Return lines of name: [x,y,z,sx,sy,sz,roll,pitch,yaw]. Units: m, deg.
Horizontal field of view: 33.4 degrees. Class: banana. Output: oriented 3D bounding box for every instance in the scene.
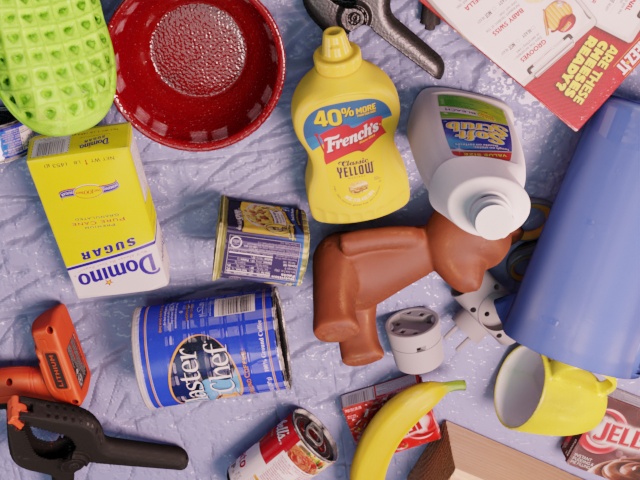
banana: [0.073,0.213,1.099,0.069,0.037,0.198,27,112,-12]

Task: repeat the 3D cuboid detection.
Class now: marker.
marker: [0.101,-0.246,0.943,0.020,0.020,0.121,1,114,-2]

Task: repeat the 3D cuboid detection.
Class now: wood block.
wood block: [0.205,0.286,1.139,0.206,0.091,0.090,24,112,-12]

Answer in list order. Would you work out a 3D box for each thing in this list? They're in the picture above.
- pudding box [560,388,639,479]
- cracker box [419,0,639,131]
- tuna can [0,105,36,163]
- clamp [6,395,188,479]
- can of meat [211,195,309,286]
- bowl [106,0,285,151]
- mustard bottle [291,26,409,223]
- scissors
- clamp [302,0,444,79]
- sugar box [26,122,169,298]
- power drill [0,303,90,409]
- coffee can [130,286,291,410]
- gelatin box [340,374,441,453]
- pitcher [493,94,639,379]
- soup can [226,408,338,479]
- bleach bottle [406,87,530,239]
pudding box: [0.327,0.211,1.137,0.113,0.039,0.090,20,111,-10]
cracker box: [0.192,-0.224,0.916,0.213,0.072,0.164,34,107,-22]
tuna can: [-0.301,-0.095,0.965,0.086,0.086,0.034,-6,112,1]
clamp: [-0.242,0.215,1.095,0.164,0.036,0.210,-23,137,4]
can of meat: [-0.057,0.001,1.004,0.084,0.102,0.057,7,112,-7]
bowl: [-0.111,-0.164,0.955,0.162,0.055,0.162,0,113,-1]
mustard bottle: [0.024,-0.104,0.954,0.096,0.058,0.191,-9,131,2]
scissors: [0.262,-0.031,1.043,0.202,0.016,0.096,-34,110,12]
clamp: [0.042,-0.200,0.952,0.120,0.039,0.171,-13,118,2]
sugar box: [-0.202,-0.023,0.992,0.093,0.048,0.176,-8,131,2]
power drill: [-0.339,0.119,1.074,0.188,0.057,0.184,-11,117,7]
coffee can: [-0.105,0.105,1.047,0.140,0.103,0.103,-9,113,2]
gelatin box: [0.075,0.187,1.125,0.089,0.030,0.073,-18,113,7]
pitcher: [0.275,0.000,0.974,0.149,0.145,0.243,15,100,-16]
soup can: [-0.040,0.234,1.123,0.102,0.068,0.068,-42,108,16]
bleach bottle: [0.133,-0.061,0.898,0.102,0.251,0.068,12,113,-7]
